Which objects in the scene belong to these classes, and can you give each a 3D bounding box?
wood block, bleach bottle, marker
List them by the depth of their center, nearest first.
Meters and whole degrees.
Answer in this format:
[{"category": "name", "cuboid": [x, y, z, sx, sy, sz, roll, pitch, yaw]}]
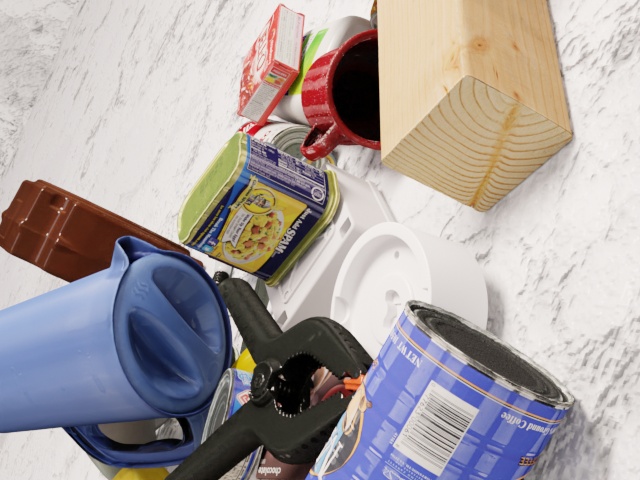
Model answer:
[{"category": "wood block", "cuboid": [0.100, -0.135, 0.738, 0.091, 0.090, 0.206, -44, 32, 39]}, {"category": "bleach bottle", "cuboid": [-0.017, -0.149, 1.023, 0.251, 0.068, 0.102, 8, 74, 67]}, {"category": "marker", "cuboid": [-0.096, 0.008, 1.086, 0.020, 0.020, 0.121, -38, 36, 46]}]

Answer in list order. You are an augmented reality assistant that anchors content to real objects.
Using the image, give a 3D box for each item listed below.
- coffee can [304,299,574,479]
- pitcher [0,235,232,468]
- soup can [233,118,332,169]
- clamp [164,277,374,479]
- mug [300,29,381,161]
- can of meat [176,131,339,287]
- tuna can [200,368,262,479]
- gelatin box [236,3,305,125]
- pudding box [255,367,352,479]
[{"category": "coffee can", "cuboid": [0.056, 0.118, 0.576, 0.140, 0.102, 0.103, -61, 25, 9]}, {"category": "pitcher", "cuboid": [-0.199, 0.106, 0.901, 0.243, 0.144, 0.149, -16, 53, 36]}, {"category": "soup can", "cuboid": [-0.038, -0.076, 0.989, 0.068, 0.068, 0.102, -66, 25, -1]}, {"category": "clamp", "cuboid": [-0.032, 0.107, 0.699, 0.210, 0.036, 0.164, 2, 72, 55]}, {"category": "mug", "cuboid": [0.026, -0.109, 0.856, 0.117, 0.093, 0.082, -52, 17, -10]}, {"category": "can of meat", "cuboid": [-0.049, -0.024, 0.801, 0.102, 0.083, 0.057, -50, 28, 31]}, {"category": "tuna can", "cuboid": [-0.065, 0.141, 0.807, 0.086, 0.033, 0.086, -163, 90, -78]}, {"category": "gelatin box", "cuboid": [-0.046, -0.161, 0.973, 0.073, 0.030, 0.089, -49, 27, 41]}, {"category": "pudding box", "cuboid": [0.004, 0.128, 0.748, 0.114, 0.039, 0.090, -21, 51, 58]}]
